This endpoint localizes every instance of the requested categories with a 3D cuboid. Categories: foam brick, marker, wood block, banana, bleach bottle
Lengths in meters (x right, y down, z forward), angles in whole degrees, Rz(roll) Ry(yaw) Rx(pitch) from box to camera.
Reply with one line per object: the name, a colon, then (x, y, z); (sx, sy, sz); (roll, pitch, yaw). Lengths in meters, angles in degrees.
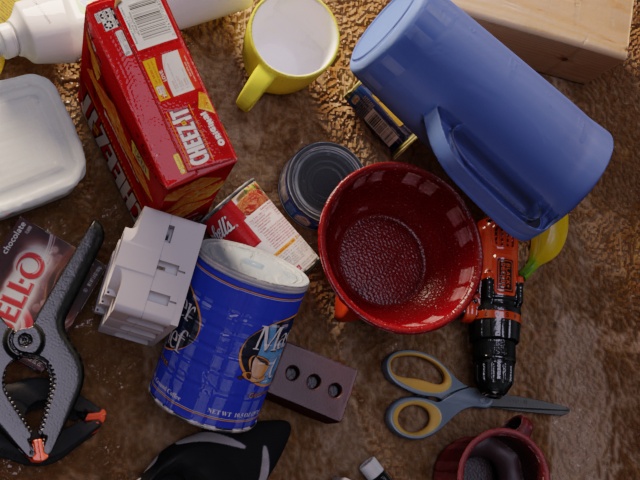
foam brick: (-0.013, 0.134, 1.001); (0.078, 0.051, 0.053); (23, 73, -10)
marker: (0.081, 0.259, 1.018); (0.020, 0.020, 0.121); (-38, 91, -20)
wood block: (0.214, -0.243, 1.126); (0.206, 0.091, 0.090); (13, 77, -13)
banana: (0.217, -0.061, 1.117); (0.069, 0.037, 0.198); (-12, 82, -20)
bleach bottle: (-0.190, -0.224, 0.992); (0.250, 0.068, 0.103); (-25, 53, -25)

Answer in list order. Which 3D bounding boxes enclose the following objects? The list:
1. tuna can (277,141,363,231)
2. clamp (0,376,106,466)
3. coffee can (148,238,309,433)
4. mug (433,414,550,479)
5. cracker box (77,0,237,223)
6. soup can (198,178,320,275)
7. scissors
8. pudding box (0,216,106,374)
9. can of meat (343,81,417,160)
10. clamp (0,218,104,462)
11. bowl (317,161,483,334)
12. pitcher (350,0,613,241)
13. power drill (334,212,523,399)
tuna can: (0.003, -0.054, 1.055); (0.086, 0.034, 0.086); (3, 77, -15)
clamp: (-0.273, 0.164, 0.915); (0.171, 0.039, 0.120); (11, 64, -18)
coffee can: (-0.081, 0.082, 0.937); (0.102, 0.103, 0.140); (18, 102, -12)
mug: (0.164, 0.217, 1.017); (0.093, 0.082, 0.117); (34, 71, -7)
cracker box: (-0.150, -0.101, 0.927); (0.072, 0.214, 0.164); (-23, 85, -18)
soup can: (-0.057, 0.001, 1.009); (0.068, 0.069, 0.102); (-41, 92, -20)
scissors: (0.148, 0.172, 1.056); (0.201, 0.016, 0.096); (24, 70, -8)
pudding box: (-0.259, 0.050, 0.955); (0.090, 0.039, 0.113); (31, 71, -7)
can of meat: (0.087, -0.147, 1.088); (0.102, 0.057, 0.084); (-42, 90, -19)
clamp: (-0.245, 0.080, 0.910); (0.164, 0.036, 0.210); (-14, 81, -22)
bowl: (0.066, 0.012, 0.983); (0.162, 0.055, 0.162); (5, 73, -17)
pitcher: (0.145, -0.118, 0.998); (0.242, 0.149, 0.145); (39, 90, -16)
power drill: (0.110, 0.055, 1.048); (0.187, 0.057, 0.184); (10, 69, -17)
